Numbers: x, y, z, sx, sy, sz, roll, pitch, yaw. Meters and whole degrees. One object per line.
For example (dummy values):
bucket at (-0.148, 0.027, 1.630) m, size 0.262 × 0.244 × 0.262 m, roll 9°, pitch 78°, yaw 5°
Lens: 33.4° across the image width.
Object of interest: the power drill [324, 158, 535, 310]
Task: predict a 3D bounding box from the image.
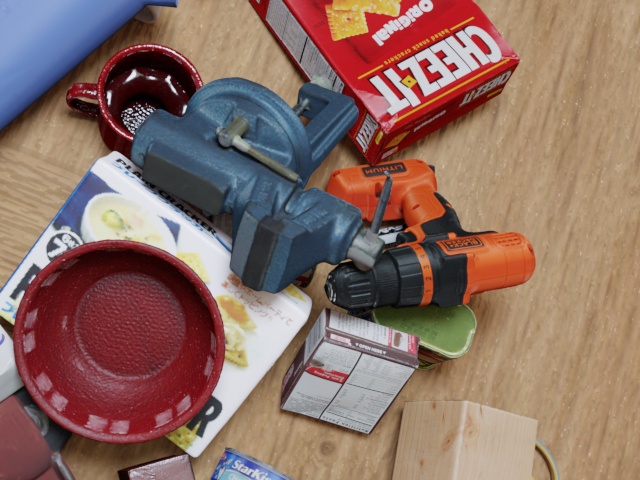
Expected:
power drill at (0.069, -0.004, 0.938) m, size 0.184 × 0.188 × 0.057 m, roll -7°, pitch 122°, yaw -18°

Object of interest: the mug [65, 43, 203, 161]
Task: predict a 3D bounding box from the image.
mug at (-0.166, -0.118, 0.947) m, size 0.117 × 0.082 × 0.093 m, roll 4°, pitch 77°, yaw -15°

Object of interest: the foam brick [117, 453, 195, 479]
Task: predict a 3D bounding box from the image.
foam brick at (-0.134, 0.209, 0.885) m, size 0.051 × 0.078 × 0.053 m, roll -12°, pitch 81°, yaw -19°

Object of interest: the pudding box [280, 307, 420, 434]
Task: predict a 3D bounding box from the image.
pudding box at (0.024, 0.116, 0.932) m, size 0.090 × 0.114 × 0.039 m, roll 18°, pitch 45°, yaw -12°

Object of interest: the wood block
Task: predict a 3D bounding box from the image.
wood block at (0.116, 0.249, 0.928) m, size 0.090 × 0.090 × 0.206 m, roll 19°, pitch 73°, yaw -29°

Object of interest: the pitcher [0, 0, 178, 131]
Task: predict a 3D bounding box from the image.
pitcher at (-0.254, -0.199, 0.896) m, size 0.243 × 0.145 × 0.149 m, roll -44°, pitch 47°, yaw -2°

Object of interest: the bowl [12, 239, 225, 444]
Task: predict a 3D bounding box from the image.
bowl at (-0.153, 0.074, 0.833) m, size 0.162 × 0.055 × 0.162 m, roll 0°, pitch 101°, yaw 0°

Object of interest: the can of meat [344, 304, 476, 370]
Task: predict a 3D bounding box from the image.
can of meat at (0.081, 0.075, 0.970) m, size 0.102 × 0.084 × 0.057 m, roll 23°, pitch 73°, yaw -10°

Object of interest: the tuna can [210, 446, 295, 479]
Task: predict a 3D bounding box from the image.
tuna can at (-0.050, 0.210, 0.904) m, size 0.086 × 0.086 × 0.033 m, roll 30°, pitch 74°, yaw -7°

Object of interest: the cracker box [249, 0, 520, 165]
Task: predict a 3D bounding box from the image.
cracker box at (0.059, -0.203, 1.014) m, size 0.164 × 0.072 × 0.214 m, roll -30°, pitch 75°, yaw -20°
